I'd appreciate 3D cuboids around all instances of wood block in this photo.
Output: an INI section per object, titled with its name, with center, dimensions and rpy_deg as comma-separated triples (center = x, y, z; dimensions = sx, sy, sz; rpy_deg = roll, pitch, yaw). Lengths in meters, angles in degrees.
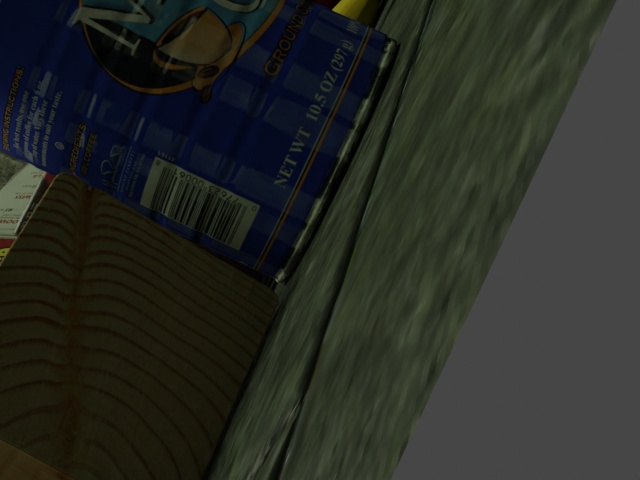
[wood block]
center = -0.109, 0.069, 0.425
dimensions = 0.206, 0.090, 0.090
rpy_deg = -40, 22, 56

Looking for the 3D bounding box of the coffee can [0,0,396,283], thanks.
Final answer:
[coffee can]
center = -0.056, -0.059, 0.401
dimensions = 0.103, 0.140, 0.103
rpy_deg = -157, 92, -86
